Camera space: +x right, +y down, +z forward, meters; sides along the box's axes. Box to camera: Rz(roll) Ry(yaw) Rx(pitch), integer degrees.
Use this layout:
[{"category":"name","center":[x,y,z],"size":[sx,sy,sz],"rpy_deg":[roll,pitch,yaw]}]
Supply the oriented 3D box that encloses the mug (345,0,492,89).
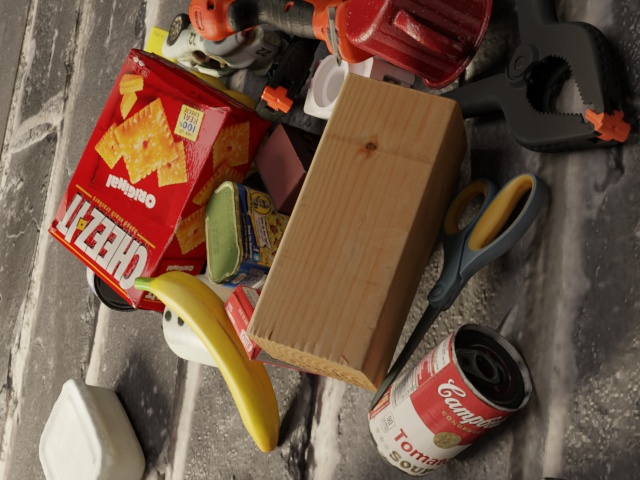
[{"category":"mug","center":[0.074,-0.167,0.809],"size":[0.093,0.081,0.117],"rpy_deg":[-59,25,24]}]

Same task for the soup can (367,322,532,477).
[{"category":"soup can","center":[0.088,0.113,0.744],"size":[0.102,0.068,0.068],"rpy_deg":[-46,43,37]}]

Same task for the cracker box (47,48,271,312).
[{"category":"cracker box","center":[-0.164,-0.061,1.049],"size":[0.164,0.072,0.214],"rpy_deg":[35,103,36]}]

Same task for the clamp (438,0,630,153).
[{"category":"clamp","center":[0.157,-0.132,0.767],"size":[0.165,0.036,0.210],"rpy_deg":[-66,31,14]}]

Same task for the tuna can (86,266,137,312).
[{"category":"tuna can","center":[-0.219,0.035,1.202],"size":[0.034,0.086,0.086],"rpy_deg":[32,104,57]}]

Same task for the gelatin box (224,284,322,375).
[{"category":"gelatin box","center":[-0.030,0.078,0.909],"size":[0.030,0.089,0.073],"rpy_deg":[-59,37,21]}]

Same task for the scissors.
[{"category":"scissors","center":[0.085,0.027,0.776],"size":[0.202,0.016,0.096],"rpy_deg":[-49,26,3]}]

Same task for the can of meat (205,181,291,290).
[{"category":"can of meat","center":[-0.056,0.001,0.982],"size":[0.058,0.083,0.102],"rpy_deg":[-38,49,42]}]

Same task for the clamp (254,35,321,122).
[{"category":"clamp","center":[-0.034,-0.151,1.003],"size":[0.120,0.039,0.171],"rpy_deg":[-62,3,34]}]

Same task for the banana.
[{"category":"banana","center":[-0.086,0.097,0.941],"size":[0.198,0.037,0.070],"rpy_deg":[54,146,1]}]

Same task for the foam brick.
[{"category":"foam brick","center":[-0.018,-0.062,0.980],"size":[0.051,0.052,0.078],"rpy_deg":[-55,39,27]}]

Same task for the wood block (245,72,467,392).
[{"category":"wood block","center":[0.031,-0.004,0.784],"size":[0.091,0.090,0.206],"rpy_deg":[17,77,17]}]

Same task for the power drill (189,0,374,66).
[{"category":"power drill","center":[0.004,-0.214,0.948],"size":[0.188,0.184,0.057],"rpy_deg":[20,132,43]}]
